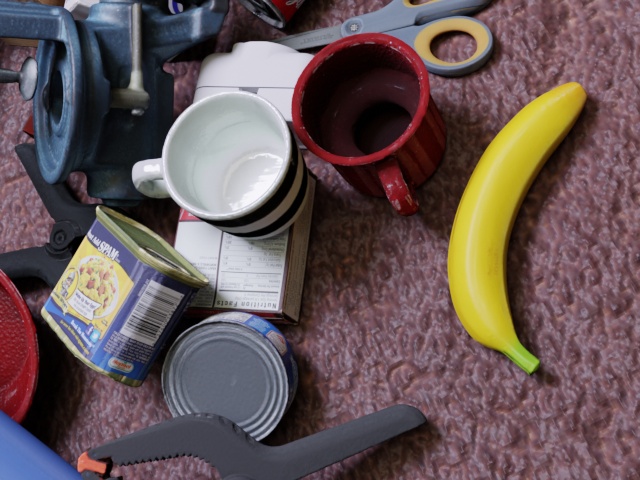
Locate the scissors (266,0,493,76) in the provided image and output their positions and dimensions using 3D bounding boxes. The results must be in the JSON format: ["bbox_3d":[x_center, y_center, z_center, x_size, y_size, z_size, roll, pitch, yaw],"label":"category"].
[{"bbox_3d":[0.038,-0.139,0.773,0.202,0.016,0.096,-23,66,12],"label":"scissors"}]

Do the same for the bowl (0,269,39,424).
[{"bbox_3d":[-0.264,0.075,0.771,0.162,0.055,0.162,2,97,14],"label":"bowl"}]

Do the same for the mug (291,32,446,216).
[{"bbox_3d":[0.041,-0.069,0.711,0.093,0.081,0.117,-26,65,10],"label":"mug"}]

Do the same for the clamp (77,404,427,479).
[{"bbox_3d":[-0.041,0.153,0.658,0.210,0.036,0.164,21,77,1],"label":"clamp"}]

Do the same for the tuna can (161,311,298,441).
[{"bbox_3d":[-0.058,0.090,0.702,0.086,0.033,0.086,2,99,13],"label":"tuna can"}]

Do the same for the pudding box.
[{"bbox_3d":[-0.055,0.001,0.747,0.090,0.039,0.113,2,75,19],"label":"pudding box"}]

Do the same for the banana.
[{"bbox_3d":[0.122,-0.014,0.690,0.069,0.037,0.198,12,77,5],"label":"banana"}]

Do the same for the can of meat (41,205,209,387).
[{"bbox_3d":[-0.132,0.037,0.709,0.102,0.057,0.084,35,95,48],"label":"can of meat"}]

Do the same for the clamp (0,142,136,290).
[{"bbox_3d":[-0.196,0.010,0.796,0.172,0.039,0.120,30,89,25],"label":"clamp"}]
